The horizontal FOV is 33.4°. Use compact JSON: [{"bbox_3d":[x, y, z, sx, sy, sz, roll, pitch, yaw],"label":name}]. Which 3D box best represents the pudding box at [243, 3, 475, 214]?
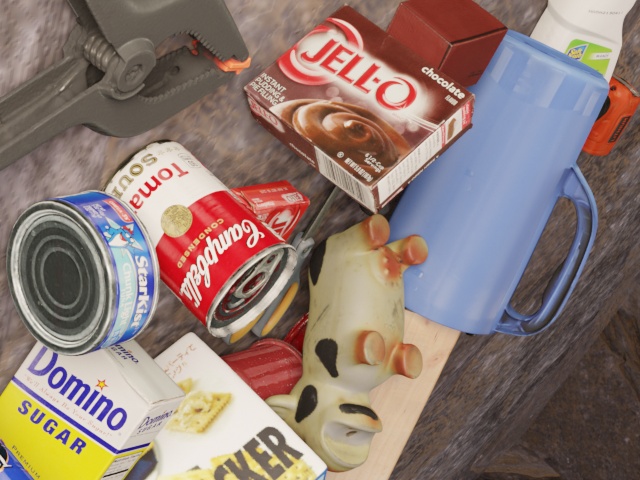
[{"bbox_3d":[0.023,-0.082,0.652,0.090,0.114,0.039,-43,157,-15],"label":"pudding box"}]

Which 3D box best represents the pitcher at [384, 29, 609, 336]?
[{"bbox_3d":[0.153,-0.045,0.912,0.149,0.145,0.243,17,110,-25],"label":"pitcher"}]

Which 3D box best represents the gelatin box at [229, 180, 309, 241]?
[{"bbox_3d":[-0.055,0.001,0.768,0.073,0.030,0.089,-12,140,-59],"label":"gelatin box"}]

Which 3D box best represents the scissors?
[{"bbox_3d":[-0.030,0.017,0.869,0.096,0.016,0.202,-31,155,-44],"label":"scissors"}]

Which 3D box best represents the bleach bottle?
[{"bbox_3d":[0.230,-0.160,0.982,0.102,0.068,0.251,-7,141,-24],"label":"bleach bottle"}]

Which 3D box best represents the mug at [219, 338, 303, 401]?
[{"bbox_3d":[-0.072,0.140,0.931,0.117,0.093,0.081,-19,173,35],"label":"mug"}]

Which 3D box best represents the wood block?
[{"bbox_3d":[0.033,0.139,0.974,0.090,0.091,0.206,18,104,-26],"label":"wood block"}]

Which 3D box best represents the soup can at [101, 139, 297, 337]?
[{"bbox_3d":[-0.072,-0.003,0.619,0.068,0.102,0.068,-40,159,-19],"label":"soup can"}]

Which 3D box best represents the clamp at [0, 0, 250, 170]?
[{"bbox_3d":[-0.097,-0.094,0.491,0.209,0.036,0.165,-23,150,-53],"label":"clamp"}]

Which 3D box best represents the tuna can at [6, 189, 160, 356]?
[{"bbox_3d":[-0.128,0.017,0.568,0.033,0.086,0.086,-16,143,-53],"label":"tuna can"}]

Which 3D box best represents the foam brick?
[{"bbox_3d":[0.085,-0.139,0.762,0.078,0.051,0.053,-25,151,-47],"label":"foam brick"}]

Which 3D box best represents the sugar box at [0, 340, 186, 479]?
[{"bbox_3d":[-0.173,0.135,0.688,0.176,0.093,0.048,-55,159,17],"label":"sugar box"}]
